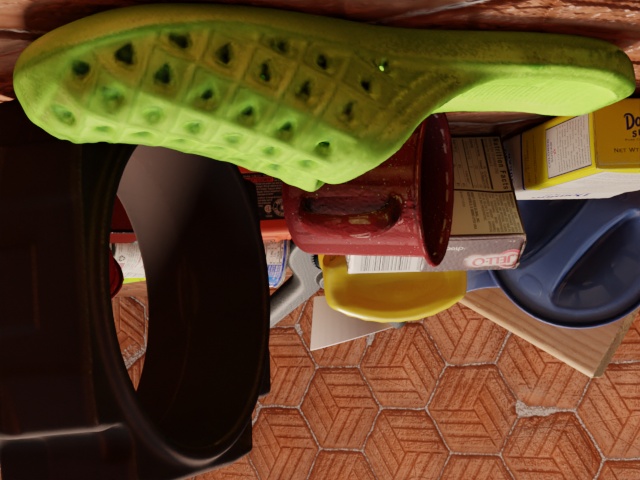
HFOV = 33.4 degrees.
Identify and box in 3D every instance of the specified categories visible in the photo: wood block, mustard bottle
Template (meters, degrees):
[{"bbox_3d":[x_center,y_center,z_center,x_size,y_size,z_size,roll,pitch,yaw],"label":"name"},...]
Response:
[{"bbox_3d":[0.211,0.049,1.087,0.206,0.090,0.090,30,-176,21],"label":"wood block"},{"bbox_3d":[0.046,0.008,0.794,0.096,0.058,0.191,-7,-168,-1],"label":"mustard bottle"}]

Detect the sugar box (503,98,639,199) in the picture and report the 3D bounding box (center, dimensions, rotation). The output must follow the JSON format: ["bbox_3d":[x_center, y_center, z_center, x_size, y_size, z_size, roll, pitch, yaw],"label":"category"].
[{"bbox_3d":[0.179,-0.055,0.673,0.093,0.048,0.176,-2,179,-10],"label":"sugar box"}]

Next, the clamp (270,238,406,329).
[{"bbox_3d":[0.020,0.029,1.034,0.164,0.036,0.210,1,141,-11],"label":"clamp"}]

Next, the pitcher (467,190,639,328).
[{"bbox_3d":[0.203,0.003,0.895,0.149,0.145,0.242,24,-176,12],"label":"pitcher"}]

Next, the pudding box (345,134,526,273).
[{"bbox_3d":[0.069,-0.025,0.693,0.113,0.090,0.039,0,141,-6],"label":"pudding box"}]

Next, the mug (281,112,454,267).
[{"bbox_3d":[0.024,-0.027,0.602,0.082,0.093,0.117,1,-155,19],"label":"mug"}]

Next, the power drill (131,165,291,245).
[{"bbox_3d":[-0.077,-0.025,0.847,0.184,0.057,0.188,-6,179,-6],"label":"power drill"}]
